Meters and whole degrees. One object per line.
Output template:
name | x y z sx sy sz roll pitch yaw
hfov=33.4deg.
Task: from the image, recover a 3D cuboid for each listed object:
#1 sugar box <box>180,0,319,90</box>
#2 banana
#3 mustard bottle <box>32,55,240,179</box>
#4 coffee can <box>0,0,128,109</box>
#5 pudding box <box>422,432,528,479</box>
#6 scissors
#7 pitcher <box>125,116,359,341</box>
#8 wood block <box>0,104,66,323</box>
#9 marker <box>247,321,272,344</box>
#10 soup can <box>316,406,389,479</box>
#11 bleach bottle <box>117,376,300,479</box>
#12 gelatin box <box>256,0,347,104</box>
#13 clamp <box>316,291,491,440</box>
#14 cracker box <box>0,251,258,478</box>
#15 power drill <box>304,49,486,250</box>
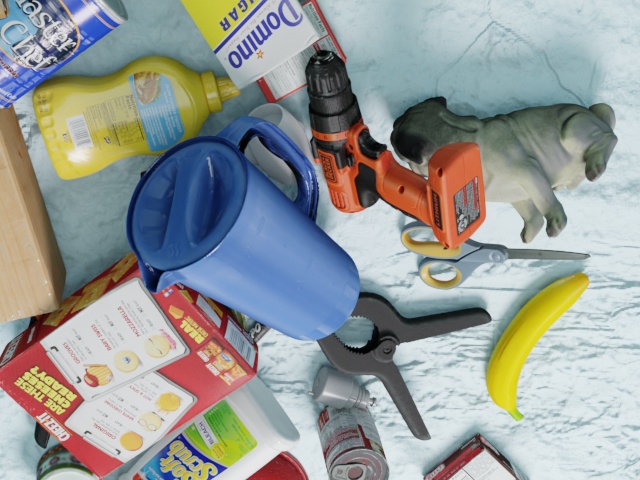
sugar box | -0.084 -0.237 0.980 0.093 0.048 0.176 -32 100 7
banana | 0.236 0.117 1.214 0.069 0.037 0.198 9 115 -31
mustard bottle | -0.172 -0.126 1.029 0.191 0.058 0.096 -14 114 -2
coffee can | -0.259 -0.200 0.958 0.140 0.103 0.102 -34 114 8
pudding box | 0.193 0.298 1.286 0.090 0.039 0.113 -41 111 11
scissors | 0.179 0.027 1.119 0.202 0.016 0.096 15 134 21
pitcher | -0.057 0.001 1.029 0.149 0.145 0.242 -26 145 20
wood block | -0.321 -0.031 1.033 0.091 0.090 0.206 -12 116 -2
marker | -0.073 0.106 1.170 0.020 0.020 0.121 39 103 -22
soup can | 0.035 0.233 1.197 0.068 0.102 0.068 -3 115 -7
bleach bottle | -0.146 0.261 1.191 0.251 0.068 0.103 -42 71 12
gelatin box | -0.029 -0.186 1.039 0.089 0.030 0.073 -28 114 5
clamp | 0.070 0.126 1.181 0.209 0.036 0.164 18 96 -14
cracker box | -0.194 0.118 1.076 0.214 0.072 0.164 -35 111 16
power drill | 0.066 -0.082 1.012 0.057 0.188 0.184 -39 136 -25
